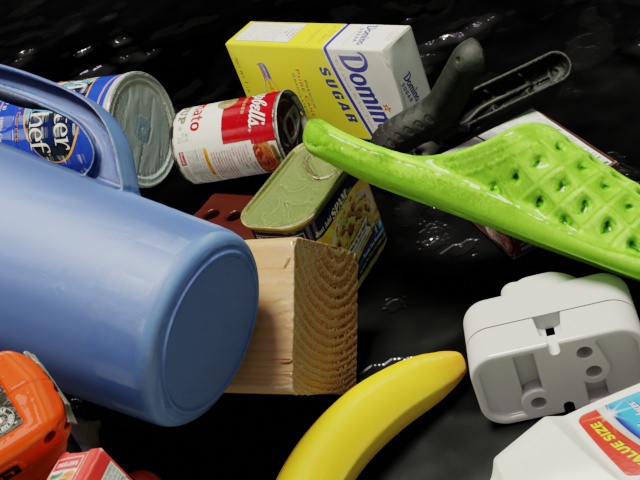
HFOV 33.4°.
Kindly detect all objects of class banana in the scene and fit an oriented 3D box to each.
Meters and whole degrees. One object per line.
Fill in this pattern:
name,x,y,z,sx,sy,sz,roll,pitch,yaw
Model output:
banana,0.017,0.128,0.593,0.070,0.037,0.197,24,52,10

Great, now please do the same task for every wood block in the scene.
wood block,-0.087,0.051,0.678,0.206,0.090,0.091,-2,82,26

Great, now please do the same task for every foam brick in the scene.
foam brick,-0.055,0.001,0.792,0.078,0.051,0.053,4,41,34

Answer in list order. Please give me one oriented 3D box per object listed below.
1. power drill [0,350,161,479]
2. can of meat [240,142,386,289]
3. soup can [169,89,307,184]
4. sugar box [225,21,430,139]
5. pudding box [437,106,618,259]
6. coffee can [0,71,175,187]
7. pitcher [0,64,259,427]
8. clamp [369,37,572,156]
power drill,-0.168,0.150,0.532,0.184,0.187,0.057,-34,56,-18
can of meat,0.000,-0.009,0.746,0.058,0.084,0.102,4,42,33
soup can,-0.068,-0.087,0.908,0.102,0.068,0.068,-7,37,23
sugar box,0.008,-0.136,0.910,0.177,0.093,0.048,12,47,41
pudding box,0.144,-0.043,0.753,0.090,0.039,0.114,-27,36,-8
coffee can,-0.216,-0.096,0.973,0.140,0.103,0.102,-2,39,28
pitcher,-0.157,0.005,0.600,0.243,0.149,0.144,17,43,24
clamp,0.089,-0.093,0.776,0.172,0.120,0.039,-35,62,31
